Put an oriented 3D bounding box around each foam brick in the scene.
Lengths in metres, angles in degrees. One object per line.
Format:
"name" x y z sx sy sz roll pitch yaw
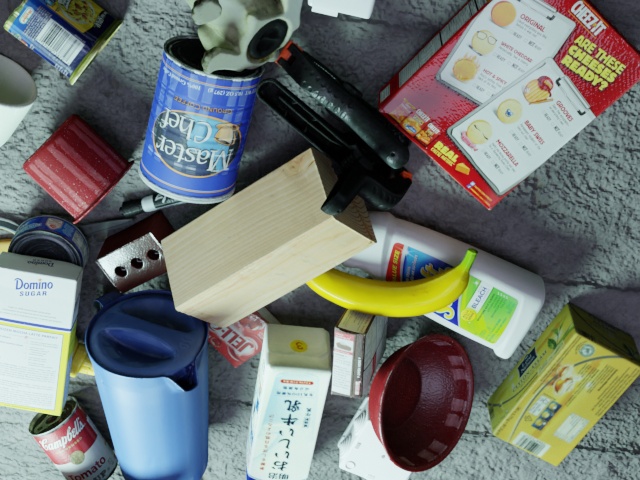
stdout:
"foam brick" -0.200 0.013 1.191 0.078 0.051 0.053 -27 114 16

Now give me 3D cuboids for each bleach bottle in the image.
"bleach bottle" 0.115 0.038 1.181 0.250 0.068 0.103 23 119 -6

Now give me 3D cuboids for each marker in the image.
"marker" -0.165 -0.047 1.175 0.121 0.020 0.020 -14 117 11

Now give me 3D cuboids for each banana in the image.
"banana" 0.074 0.049 1.141 0.198 0.037 0.069 -6 96 16

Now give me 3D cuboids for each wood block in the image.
"wood block" -0.057 0.001 1.130 0.206 0.091 0.090 -30 148 23

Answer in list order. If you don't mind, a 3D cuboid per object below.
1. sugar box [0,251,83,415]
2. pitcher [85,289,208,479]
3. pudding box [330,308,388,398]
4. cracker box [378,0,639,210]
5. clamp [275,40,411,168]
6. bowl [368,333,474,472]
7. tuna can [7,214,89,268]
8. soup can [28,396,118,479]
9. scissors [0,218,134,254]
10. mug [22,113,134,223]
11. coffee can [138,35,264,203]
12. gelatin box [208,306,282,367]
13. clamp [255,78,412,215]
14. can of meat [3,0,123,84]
"sugar box" -0.321 0.104 1.187 0.093 0.048 0.176 11 111 -5
"pitcher" -0.195 0.178 1.232 0.145 0.149 0.243 3 132 2
"pudding box" 0.046 0.109 1.194 0.039 0.113 0.090 9 119 14
"cracker box" 0.188 -0.160 1.063 0.164 0.072 0.214 39 113 -17
"clamp" 0.030 -0.137 1.083 0.171 0.120 0.039 44 98 4
"bowl" 0.107 0.182 1.234 0.055 0.161 0.162 11 130 47
"tuna can" -0.304 0.016 1.190 0.086 0.033 0.086 1 121 2
"soup can" -0.305 0.253 1.320 0.068 0.068 0.102 -22 116 14
"scissors" -0.309 0.014 1.219 0.202 0.016 0.096 2 120 2
"mug" -0.263 -0.076 1.134 0.081 0.093 0.117 44 149 -14
"coffee can" -0.122 -0.123 1.083 0.102 0.102 0.140 14 118 -5
"gelatin box" -0.099 0.096 1.243 0.073 0.030 0.089 -34 111 20
"clamp" 0.025 -0.086 1.078 0.036 0.209 0.165 -40 67 23
"can of meat" -0.251 -0.210 1.045 0.084 0.102 0.058 38 114 -14
